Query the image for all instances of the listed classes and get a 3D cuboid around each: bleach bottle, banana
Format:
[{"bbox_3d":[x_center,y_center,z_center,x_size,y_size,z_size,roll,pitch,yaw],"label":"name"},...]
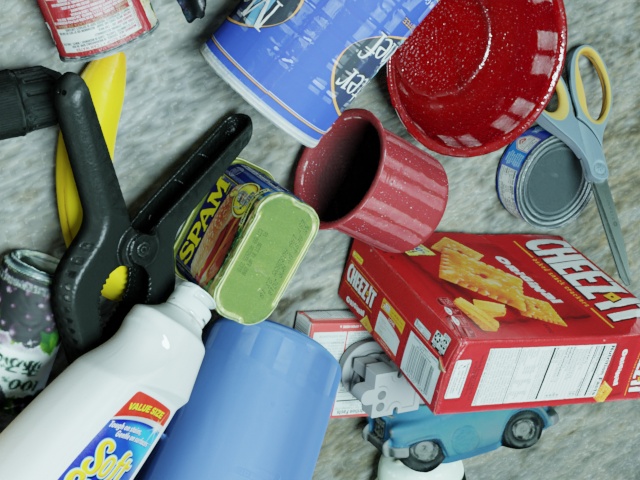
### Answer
[{"bbox_3d":[-0.150,0.124,0.662,0.250,0.068,0.102,-55,146,-25],"label":"bleach bottle"},{"bbox_3d":[-0.150,-0.032,0.736,0.069,0.037,0.198,-29,124,-38],"label":"banana"}]

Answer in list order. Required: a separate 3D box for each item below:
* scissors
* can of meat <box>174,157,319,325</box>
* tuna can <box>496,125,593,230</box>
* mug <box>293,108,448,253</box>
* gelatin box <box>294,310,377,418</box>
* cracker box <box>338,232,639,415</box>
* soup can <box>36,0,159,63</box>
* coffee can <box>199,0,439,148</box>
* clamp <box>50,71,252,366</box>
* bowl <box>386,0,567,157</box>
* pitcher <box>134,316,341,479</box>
[{"bbox_3d":[0.207,-0.066,0.867,0.096,0.016,0.202,5,76,-21],"label":"scissors"},{"bbox_3d":[-0.055,0.001,0.768,0.057,0.084,0.102,25,97,-33],"label":"can of meat"},{"bbox_3d":[0.193,-0.054,0.909,0.086,0.034,0.086,-10,114,-24],"label":"tuna can"},{"bbox_3d":[0.032,-0.035,0.796,0.081,0.093,0.117,23,141,-39],"label":"mug"},{"bbox_3d":[0.010,0.102,0.877,0.073,0.030,0.089,1,109,-30],"label":"gelatin box"},{"bbox_3d":[0.146,0.057,0.847,0.213,0.164,0.072,0,119,-28],"label":"cracker box"},{"bbox_3d":[-0.149,-0.170,0.659,0.068,0.069,0.102,-27,120,-16],"label":"soup can"},{"bbox_3d":[0.002,-0.148,0.713,0.102,0.103,0.140,35,102,-34],"label":"coffee can"},{"bbox_3d":[-0.134,-0.005,0.703,0.164,0.036,0.210,18,94,-51],"label":"clamp"},{"bbox_3d":[0.108,-0.147,0.813,0.161,0.055,0.162,-10,114,-24],"label":"bowl"},{"bbox_3d":[-0.080,0.175,0.756,0.149,0.145,0.242,63,43,-57],"label":"pitcher"}]
